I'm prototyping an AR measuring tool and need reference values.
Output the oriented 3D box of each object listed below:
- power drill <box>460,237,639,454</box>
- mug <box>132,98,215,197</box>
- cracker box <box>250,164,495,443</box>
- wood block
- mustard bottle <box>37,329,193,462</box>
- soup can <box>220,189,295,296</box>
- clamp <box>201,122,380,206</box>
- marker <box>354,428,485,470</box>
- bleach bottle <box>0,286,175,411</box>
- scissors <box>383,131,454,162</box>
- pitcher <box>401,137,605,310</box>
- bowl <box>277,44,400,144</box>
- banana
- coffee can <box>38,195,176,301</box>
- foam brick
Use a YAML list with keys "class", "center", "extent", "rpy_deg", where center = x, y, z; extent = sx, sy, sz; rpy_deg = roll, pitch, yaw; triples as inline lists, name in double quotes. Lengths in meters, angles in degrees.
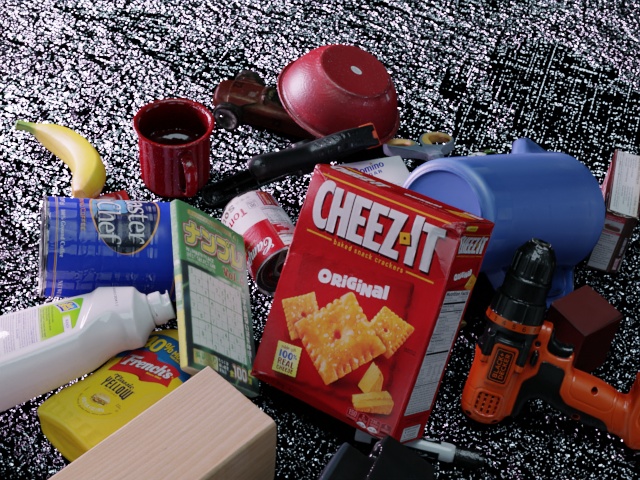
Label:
- class: "power drill"
  center: [0.241, 0.106, 0.992]
  extent: [0.188, 0.184, 0.057]
  rpy_deg: [19, 18, 6]
- class: "mug"
  center: [-0.163, -0.097, 1.225]
  extent: [0.093, 0.081, 0.117]
  rpy_deg: [-15, 47, -20]
- class: "cracker box"
  center: [0.043, 0.056, 0.975]
  extent: [0.164, 0.214, 0.072]
  rpy_deg: [23, 12, 29]
- class: "wood block"
  center: [-0.141, 0.211, 0.896]
  extent: [0.091, 0.090, 0.205]
  rpy_deg: [35, 52, 28]
- class: "mustard bottle"
  center: [-0.161, 0.135, 0.997]
  extent: [0.096, 0.058, 0.191]
  rpy_deg: [26, 46, 32]
- class: "soup can"
  center: [-0.057, 0.001, 1.140]
  extent: [0.068, 0.068, 0.102]
  rpy_deg: [-16, 47, -21]
- class: "clamp"
  center: [-0.029, -0.089, 1.204]
  extent: [0.209, 0.165, 0.036]
  rpy_deg: [-21, 91, -33]
- class: "marker"
  center: [0.092, 0.190, 0.990]
  extent: [0.121, 0.020, 0.020]
  rpy_deg: [13, 44, 8]
- class: "bleach bottle"
  center: [-0.256, 0.102, 0.981]
  extent: [0.250, 0.068, 0.103]
  rpy_deg: [-18, 36, -7]
- class: "scissors"
  center: [0.115, -0.097, 1.246]
  extent: [0.096, 0.016, 0.201]
  rpy_deg: [-2, 18, 10]
- class: "pitcher"
  center: [0.184, -0.017, 1.075]
  extent: [0.149, 0.145, 0.242]
  rpy_deg: [36, 23, 30]
- class: "bowl"
  center: [0.032, -0.187, 1.294]
  extent: [0.162, 0.055, 0.162]
  rpy_deg: [13, 47, -15]
- class: "banana"
  center: [-0.285, -0.091, 1.223]
  extent: [0.069, 0.037, 0.198]
  rpy_deg: [-12, 33, -32]
- class: "coffee can"
  center: [-0.210, 0.009, 1.078]
  extent: [0.140, 0.103, 0.103]
  rpy_deg: [2, 42, -17]
- class: "foam brick"
  center: [0.256, 0.093, 1.065]
  extent: [0.052, 0.078, 0.051]
  rpy_deg: [-22, 51, -26]
